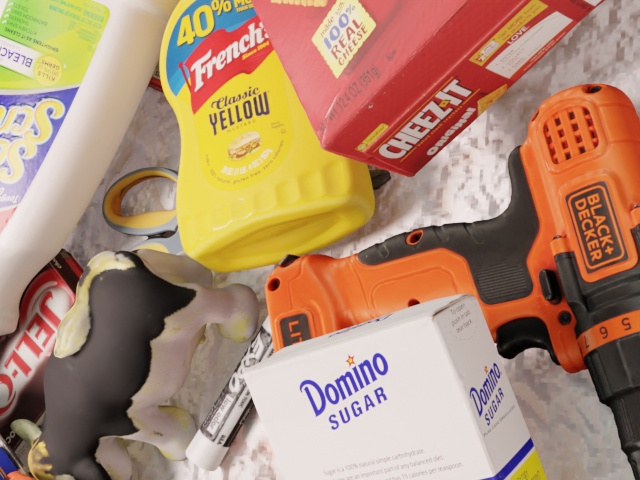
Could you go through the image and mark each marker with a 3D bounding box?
[{"bbox_3d":[-0.032,0.064,0.551,0.020,0.020,0.121,35,98,39],"label":"marker"}]

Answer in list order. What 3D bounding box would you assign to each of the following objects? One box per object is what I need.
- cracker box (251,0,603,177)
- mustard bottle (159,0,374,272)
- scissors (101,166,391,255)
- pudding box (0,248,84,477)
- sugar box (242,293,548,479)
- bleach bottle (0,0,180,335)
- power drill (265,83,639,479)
[{"bbox_3d":[0.034,-0.162,0.470,0.164,0.071,0.214,-43,55,29],"label":"cracker box"},{"bbox_3d":[-0.036,-0.085,0.557,0.096,0.058,0.191,-20,64,19],"label":"mustard bottle"},{"bbox_3d":[-0.054,0.001,0.591,0.202,0.016,0.096,8,82,38],"label":"scissors"},{"bbox_3d":[-0.172,0.071,0.641,0.090,0.039,0.113,44,104,36],"label":"pudding box"},{"bbox_3d":[0.045,0.115,0.411,0.093,0.048,0.176,-20,89,33],"label":"sugar box"},{"bbox_3d":[-0.168,-0.039,0.610,0.103,0.068,0.251,22,92,18],"label":"bleach bottle"},{"bbox_3d":[0.072,0.046,0.456,0.188,0.057,0.184,-22,65,28],"label":"power drill"}]
